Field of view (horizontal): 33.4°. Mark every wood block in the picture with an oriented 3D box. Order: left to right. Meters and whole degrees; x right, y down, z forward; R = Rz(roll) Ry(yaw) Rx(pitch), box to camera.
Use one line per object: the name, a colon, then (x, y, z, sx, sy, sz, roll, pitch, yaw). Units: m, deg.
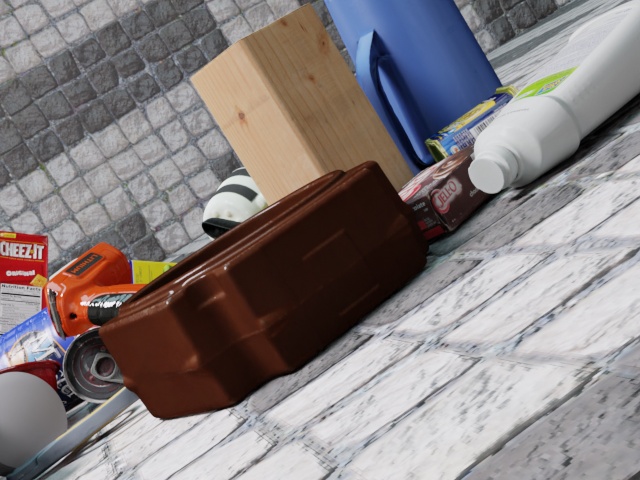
wood block: (-0.007, -0.082, 0.912, 0.090, 0.206, 0.091, -36, 8, -36)

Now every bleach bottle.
bleach bottle: (0.186, -0.105, 0.822, 0.250, 0.068, 0.103, -39, 9, -38)

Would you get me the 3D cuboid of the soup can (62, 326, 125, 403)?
soup can: (-0.203, 0.111, 1.004, 0.068, 0.068, 0.102, -32, 6, -6)

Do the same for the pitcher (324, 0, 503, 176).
pitcher: (0.090, -0.181, 1.064, 0.145, 0.243, 0.149, -30, 13, 0)

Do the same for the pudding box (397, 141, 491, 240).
pudding box: (0.088, -0.032, 0.824, 0.090, 0.039, 0.113, -26, 8, 47)

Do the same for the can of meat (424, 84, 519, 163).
can of meat: (0.142, -0.088, 0.931, 0.084, 0.057, 0.102, -34, 5, 4)

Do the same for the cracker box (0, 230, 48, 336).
cracker box: (-0.385, 0.112, 1.266, 0.072, 0.214, 0.164, 8, -19, -33)

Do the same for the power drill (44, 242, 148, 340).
power drill: (-0.130, 0.039, 0.936, 0.188, 0.057, 0.184, 0, 24, 26)

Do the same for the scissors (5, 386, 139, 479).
scissors: (-0.219, 0.174, 0.826, 0.202, 0.016, 0.096, -37, -1, 3)

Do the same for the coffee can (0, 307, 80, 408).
coffee can: (-0.284, 0.127, 1.119, 0.140, 0.103, 0.103, -31, 6, 6)
